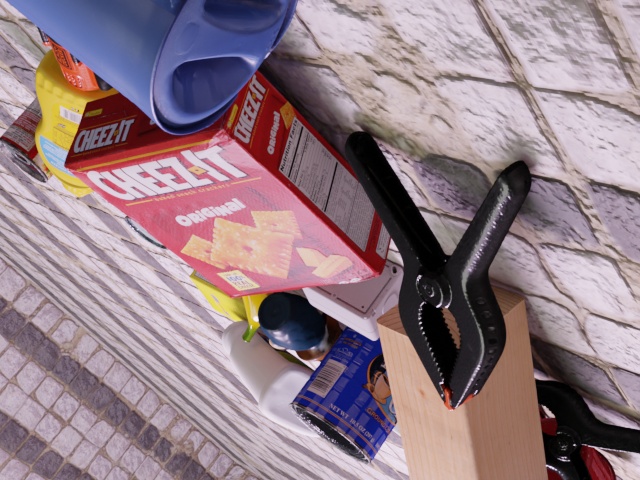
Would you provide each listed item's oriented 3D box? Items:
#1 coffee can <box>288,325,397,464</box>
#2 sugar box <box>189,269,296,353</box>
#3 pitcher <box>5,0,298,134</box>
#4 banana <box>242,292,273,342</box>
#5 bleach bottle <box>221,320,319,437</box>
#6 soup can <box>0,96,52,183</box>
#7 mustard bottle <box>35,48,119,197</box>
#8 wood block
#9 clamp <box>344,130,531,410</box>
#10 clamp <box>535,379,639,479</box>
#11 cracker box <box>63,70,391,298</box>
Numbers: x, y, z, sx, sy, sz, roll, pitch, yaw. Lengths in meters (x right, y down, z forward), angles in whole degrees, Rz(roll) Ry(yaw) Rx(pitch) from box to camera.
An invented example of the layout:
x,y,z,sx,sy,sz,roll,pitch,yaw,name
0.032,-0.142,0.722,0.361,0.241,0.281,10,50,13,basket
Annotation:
x,y,z,sx,sy,sz,roll,pitch,yaw,name
0.049,0.144,1.105,0.103,0.140,0.103,34,163,12,coffee can
-0.081,0.088,1.383,0.176,0.048,0.093,27,160,35,sugar box
-0.142,-0.184,0.644,0.243,0.144,0.149,35,132,17,pitcher
-0.105,0.020,1.202,0.198,0.070,0.037,61,-171,-6,banana
-0.065,0.147,1.271,0.102,0.068,0.251,31,180,-29,bleach bottle
-0.287,-0.121,1.142,0.068,0.102,0.068,34,163,11,soup can
-0.236,-0.103,1.064,0.096,0.058,0.192,21,145,-2,mustard bottle
0.124,0.143,0.908,0.090,0.090,0.206,20,133,45,wood block
0.082,0.021,0.762,0.165,0.036,0.210,26,131,45,clamp
0.223,0.190,0.951,0.172,0.120,0.039,31,-167,33,clamp
-0.066,-0.037,0.838,0.164,0.072,0.213,-9,145,35,cracker box
